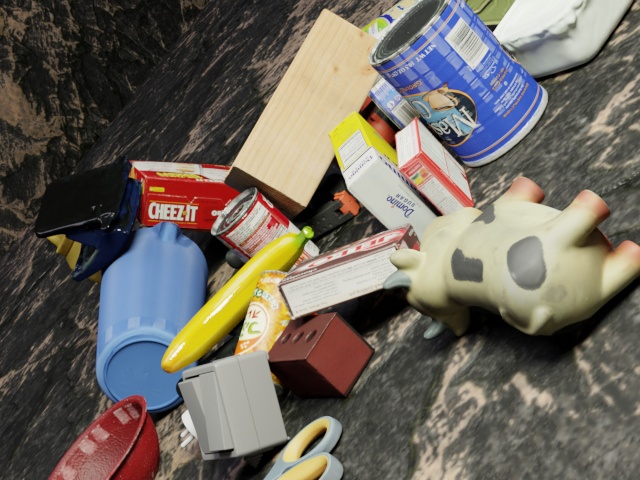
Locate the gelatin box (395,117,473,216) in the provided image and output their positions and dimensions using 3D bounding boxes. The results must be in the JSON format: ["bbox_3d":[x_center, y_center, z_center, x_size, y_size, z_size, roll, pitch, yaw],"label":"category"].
[{"bbox_3d":[0.103,-0.065,0.980,0.030,0.073,0.089,-40,20,19],"label":"gelatin box"}]

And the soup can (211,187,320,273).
[{"bbox_3d":[-0.058,0.001,1.145,0.069,0.102,0.068,-41,19,17],"label":"soup can"}]

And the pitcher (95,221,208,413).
[{"bbox_3d":[-0.198,0.100,1.234,0.145,0.149,0.243,-26,25,6],"label":"pitcher"}]

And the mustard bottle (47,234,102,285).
[{"bbox_3d":[-0.265,0.032,1.385,0.058,0.191,0.096,-57,15,19],"label":"mustard bottle"}]

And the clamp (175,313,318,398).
[{"bbox_3d":[-0.076,0.103,1.076,0.172,0.039,0.120,-26,29,46],"label":"clamp"}]

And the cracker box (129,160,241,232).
[{"bbox_3d":[-0.168,-0.059,1.418,0.214,0.164,0.072,-148,62,-71],"label":"cracker box"}]

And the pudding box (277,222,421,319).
[{"bbox_3d":[0.028,0.026,0.929,0.114,0.039,0.090,-22,6,16],"label":"pudding box"}]

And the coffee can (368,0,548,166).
[{"bbox_3d":[0.129,-0.153,0.999,0.103,0.140,0.103,-41,19,17],"label":"coffee can"}]

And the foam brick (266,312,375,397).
[{"bbox_3d":[-0.003,0.098,0.908,0.078,0.051,0.053,-15,36,58],"label":"foam brick"}]

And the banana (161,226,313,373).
[{"bbox_3d":[-0.083,0.055,1.055,0.198,0.037,0.069,-46,-9,-1],"label":"banana"}]

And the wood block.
[{"bbox_3d":[-0.015,-0.137,1.179,0.206,0.090,0.091,-62,7,-13],"label":"wood block"}]

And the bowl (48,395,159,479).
[{"bbox_3d":[-0.213,0.236,1.076,0.162,0.055,0.162,-41,19,17],"label":"bowl"}]

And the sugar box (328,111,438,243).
[{"bbox_3d":[0.060,-0.061,1.036,0.048,0.093,0.176,-44,20,9],"label":"sugar box"}]

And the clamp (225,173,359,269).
[{"bbox_3d":[-0.015,-0.043,1.245,0.210,0.036,0.164,-14,37,55],"label":"clamp"}]

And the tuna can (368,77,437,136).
[{"bbox_3d":[0.091,-0.139,1.138,0.034,0.086,0.086,-45,19,10],"label":"tuna can"}]

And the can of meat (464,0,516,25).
[{"bbox_3d":[0.201,-0.279,1.183,0.102,0.057,0.084,-2,28,9],"label":"can of meat"}]

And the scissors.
[{"bbox_3d":[-0.050,0.199,0.862,0.202,0.016,0.096,-30,23,40],"label":"scissors"}]
